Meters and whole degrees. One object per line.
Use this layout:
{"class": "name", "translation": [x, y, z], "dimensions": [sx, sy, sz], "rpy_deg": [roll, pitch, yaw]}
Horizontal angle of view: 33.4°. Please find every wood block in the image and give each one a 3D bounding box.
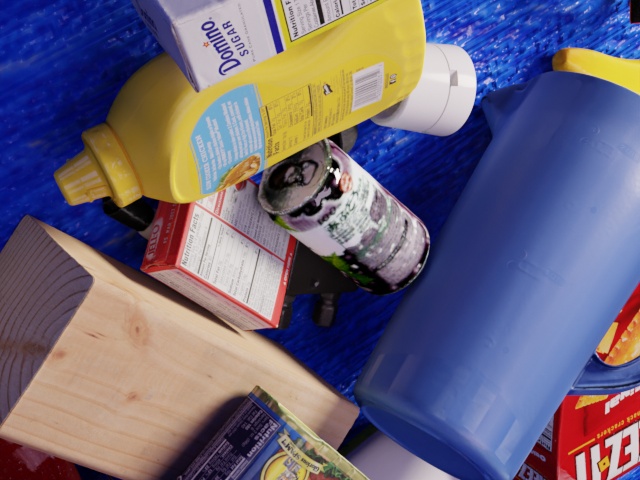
{"class": "wood block", "translation": [-0.088, 0.080, 0.592], "dimensions": [0.205, 0.091, 0.090], "rpy_deg": [32, 91, -42]}

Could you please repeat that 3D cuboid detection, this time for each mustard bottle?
{"class": "mustard bottle", "translation": [-0.041, -0.068, 0.529], "dimensions": [0.191, 0.058, 0.096], "rpy_deg": [-29, 158, -13]}

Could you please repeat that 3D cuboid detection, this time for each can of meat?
{"class": "can of meat", "translation": [-0.026, 0.137, 0.567], "dimensions": [0.084, 0.058, 0.102], "rpy_deg": [-49, 132, -8]}

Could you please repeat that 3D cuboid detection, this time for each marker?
{"class": "marker", "translation": [-0.078, 0.003, 0.608], "dimensions": [0.121, 0.020, 0.020], "rpy_deg": [37, 88, -42]}

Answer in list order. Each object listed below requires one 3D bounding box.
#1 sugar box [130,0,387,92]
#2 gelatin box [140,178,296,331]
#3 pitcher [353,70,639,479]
{"class": "sugar box", "translation": [-0.001, -0.141, 0.488], "dimensions": [0.176, 0.093, 0.048], "rpy_deg": [-29, 139, -8]}
{"class": "gelatin box", "translation": [-0.054, 0.001, 0.596], "dimensions": [0.089, 0.030, 0.073], "rpy_deg": [35, 57, -42]}
{"class": "pitcher", "translation": [0.134, 0.030, 0.660], "dimensions": [0.145, 0.149, 0.242], "rpy_deg": [46, 70, -36]}
